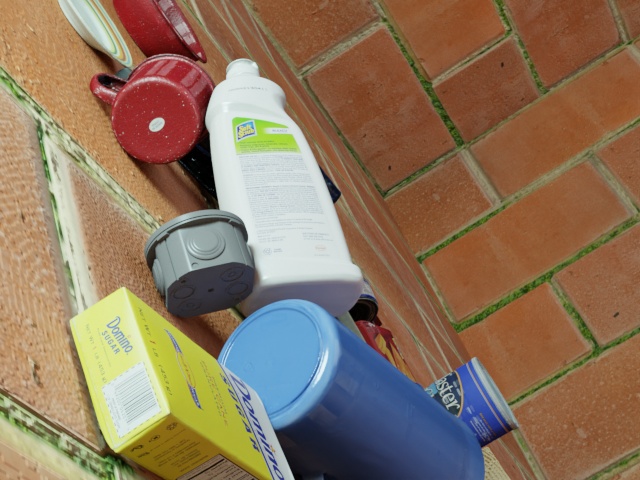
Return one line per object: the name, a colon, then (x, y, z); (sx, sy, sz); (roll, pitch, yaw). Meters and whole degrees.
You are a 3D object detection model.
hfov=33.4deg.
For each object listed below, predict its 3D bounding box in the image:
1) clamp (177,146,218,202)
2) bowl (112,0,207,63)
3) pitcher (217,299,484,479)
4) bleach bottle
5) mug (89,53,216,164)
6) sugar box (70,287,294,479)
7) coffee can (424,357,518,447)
clamp: (-0.061, -0.014, 1.150); (0.165, 0.036, 0.210); (37, -10, 35)
bowl: (-0.206, -0.273, 1.311); (0.162, 0.055, 0.162); (56, 8, -12)
pitcher: (0.023, 0.157, 0.838); (0.242, 0.145, 0.149); (45, -1, -44)
bleach bottle: (-0.040, -0.054, 0.916); (0.068, 0.102, 0.251); (116, -32, -51)
mug: (-0.154, -0.122, 0.969); (0.117, 0.093, 0.081); (26, 18, -6)
sugar box: (-0.077, 0.107, 0.650); (0.176, 0.048, 0.093); (46, 14, -53)
coffee can: (0.164, 0.227, 1.351); (0.103, 0.140, 0.103); (56, 8, -12)
